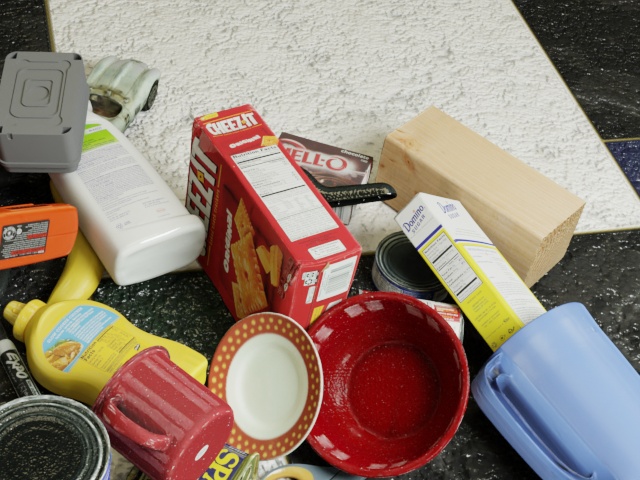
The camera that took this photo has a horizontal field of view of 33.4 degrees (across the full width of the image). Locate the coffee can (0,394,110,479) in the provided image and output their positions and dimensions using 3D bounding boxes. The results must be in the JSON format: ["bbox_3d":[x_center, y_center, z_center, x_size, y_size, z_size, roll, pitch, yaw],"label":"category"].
[{"bbox_3d":[-0.211,0.200,0.811,0.102,0.140,0.103,6,45,-6],"label":"coffee can"}]

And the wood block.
[{"bbox_3d":[0.168,-0.046,1.160,0.206,0.090,0.090,36,50,23],"label":"wood block"}]

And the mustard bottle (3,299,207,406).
[{"bbox_3d":[-0.205,0.104,0.964,0.192,0.058,0.096,26,48,14],"label":"mustard bottle"}]

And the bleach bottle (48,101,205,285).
[{"bbox_3d":[-0.219,-0.073,1.076,0.102,0.068,0.251,-20,58,-28],"label":"bleach bottle"}]

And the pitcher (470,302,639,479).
[{"bbox_3d":[0.245,0.183,0.925,0.149,0.145,0.243,-32,60,-9],"label":"pitcher"}]

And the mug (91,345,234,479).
[{"bbox_3d":[-0.126,0.142,0.833,0.082,0.117,0.093,33,92,21],"label":"mug"}]

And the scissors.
[{"bbox_3d":[0.017,0.196,0.947,0.096,0.016,0.201,26,47,15],"label":"scissors"}]

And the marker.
[{"bbox_3d":[-0.275,0.117,0.965,0.020,0.020,0.121,-20,53,-27],"label":"marker"}]

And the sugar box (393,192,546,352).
[{"bbox_3d":[0.153,0.034,1.049,0.093,0.048,0.176,8,40,-56],"label":"sugar box"}]

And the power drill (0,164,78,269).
[{"bbox_3d":[-0.319,-0.040,1.026,0.188,0.057,0.184,27,27,34],"label":"power drill"}]

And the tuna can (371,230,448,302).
[{"bbox_3d":[0.097,0.031,1.110,0.086,0.034,0.086,5,45,-6],"label":"tuna can"}]

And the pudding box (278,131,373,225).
[{"bbox_3d":[-0.007,-0.069,1.184,0.113,0.039,0.090,18,46,7],"label":"pudding box"}]

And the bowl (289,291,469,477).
[{"bbox_3d":[0.057,0.129,0.942,0.162,0.055,0.162,-5,74,19],"label":"bowl"}]

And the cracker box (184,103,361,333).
[{"bbox_3d":[-0.057,0.001,1.019,0.072,0.164,0.214,-17,52,-28],"label":"cracker box"}]

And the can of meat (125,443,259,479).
[{"bbox_3d":[-0.111,0.206,0.885,0.084,0.057,0.102,22,45,14],"label":"can of meat"}]

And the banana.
[{"bbox_3d":[-0.248,0.003,1.069,0.069,0.037,0.198,5,45,-9],"label":"banana"}]

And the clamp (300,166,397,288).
[{"bbox_3d":[-0.008,-0.039,1.119,0.171,0.039,0.120,34,76,12],"label":"clamp"}]
